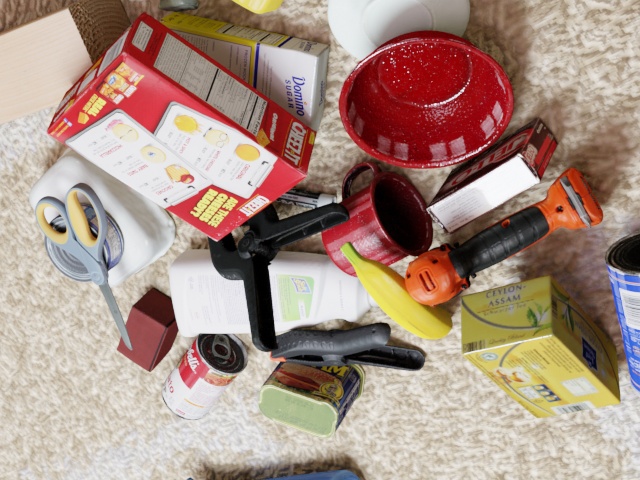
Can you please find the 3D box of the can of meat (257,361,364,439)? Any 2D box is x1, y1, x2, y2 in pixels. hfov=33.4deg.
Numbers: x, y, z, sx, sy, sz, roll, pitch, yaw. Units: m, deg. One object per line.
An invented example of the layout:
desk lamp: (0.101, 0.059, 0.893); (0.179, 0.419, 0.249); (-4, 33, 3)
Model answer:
can of meat: (-0.012, 0.172, 1.219); (0.102, 0.083, 0.057); (16, 122, 16)

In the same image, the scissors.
scissors: (-0.262, 0.029, 1.181); (0.096, 0.016, 0.202); (7, 118, 22)

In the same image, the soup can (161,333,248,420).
soup can: (-0.140, 0.161, 1.281); (0.068, 0.068, 0.102); (39, 125, 1)

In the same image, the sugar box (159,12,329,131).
sugar box: (-0.082, -0.170, 1.094); (0.176, 0.048, 0.093); (15, 121, 13)

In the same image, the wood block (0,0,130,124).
wood block: (-0.306, -0.192, 1.157); (0.206, 0.090, 0.091); (-13, 110, 30)

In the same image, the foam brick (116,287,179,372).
foam brick: (-0.204, 0.108, 1.292); (0.051, 0.053, 0.078); (30, 123, 7)

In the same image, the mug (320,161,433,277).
mug: (0.051, -0.023, 1.092); (0.082, 0.093, 0.117); (-29, 71, 38)

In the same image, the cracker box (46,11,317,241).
cracker box: (-0.136, -0.108, 1.057); (0.213, 0.072, 0.164); (33, 140, -23)

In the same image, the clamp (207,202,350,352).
clamp: (-0.057, 0.001, 1.117); (0.036, 0.210, 0.164); (29, 99, -38)

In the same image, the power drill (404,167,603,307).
power drill: (0.174, 0.001, 1.016); (0.188, 0.184, 0.057); (-31, 86, 14)

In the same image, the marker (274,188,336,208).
marker: (-0.042, -0.050, 1.154); (0.121, 0.020, 0.020); (11, 120, 19)

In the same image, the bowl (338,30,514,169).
bowl: (0.098, -0.142, 0.999); (0.162, 0.055, 0.162); (2, 139, 2)

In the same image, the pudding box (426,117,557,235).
pudding box: (0.164, -0.061, 1.012); (0.114, 0.090, 0.039); (-34, 99, 34)

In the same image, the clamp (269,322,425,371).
clamp: (0.028, 0.121, 1.177); (0.172, 0.039, 0.120); (-5, 150, 34)

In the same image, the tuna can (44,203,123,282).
tuna can: (-0.267, 0.004, 1.201); (0.086, 0.033, 0.086); (10, 119, 19)

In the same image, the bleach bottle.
bleach bottle: (-0.041, 0.062, 1.188); (0.251, 0.068, 0.102); (2, 115, 21)

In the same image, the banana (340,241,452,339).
banana: (0.092, 0.062, 1.066); (0.037, 0.070, 0.197); (-33, 139, 16)
